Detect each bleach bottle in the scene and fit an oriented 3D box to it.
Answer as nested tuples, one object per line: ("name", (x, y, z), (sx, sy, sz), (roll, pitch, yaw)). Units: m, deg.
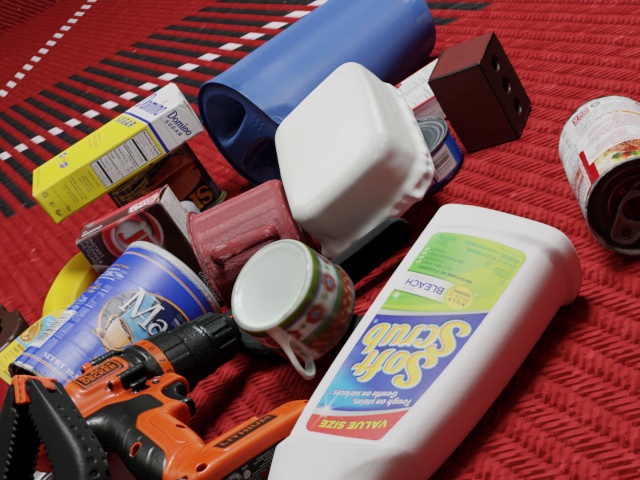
("bleach bottle", (0.052, 0.092, 0.620), (0.103, 0.068, 0.250), (17, 58, 35))

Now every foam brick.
("foam brick", (0.134, -0.123, 0.892), (0.051, 0.078, 0.053), (-15, 33, 34))

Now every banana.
("banana", (-0.244, 0.055, 1.086), (0.069, 0.037, 0.198), (-6, 30, -1))

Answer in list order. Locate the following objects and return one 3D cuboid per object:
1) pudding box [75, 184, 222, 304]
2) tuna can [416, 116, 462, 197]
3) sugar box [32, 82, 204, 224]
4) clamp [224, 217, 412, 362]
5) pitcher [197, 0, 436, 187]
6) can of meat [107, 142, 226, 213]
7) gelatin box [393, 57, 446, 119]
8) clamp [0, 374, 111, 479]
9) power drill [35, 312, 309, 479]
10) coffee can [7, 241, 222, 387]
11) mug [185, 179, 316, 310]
("pudding box", (-0.143, 0.019, 0.929), (0.090, 0.113, 0.039), (-24, 26, 21))
("tuna can", (0.077, -0.067, 0.910), (0.086, 0.033, 0.086), (-28, 26, 14))
("sugar box", (-0.207, -0.091, 1.083), (0.176, 0.048, 0.093), (-35, 25, -1))
("clamp", (-0.003, 0.041, 0.806), (0.172, 0.039, 0.120), (-11, 36, 35))
("pitcher", (-0.003, -0.167, 1.082), (0.242, 0.149, 0.145), (-42, -17, -26))
("can of meat", (-0.163, -0.051, 1.115), (0.102, 0.084, 0.058), (-41, 26, -16))
("gelatin box", (0.098, -0.132, 1.009), (0.089, 0.030, 0.073), (-33, 26, 2))
("clamp", (-0.167, 0.186, 0.629), (0.165, 0.036, 0.210), (-26, 67, 24))
("power drill", (-0.082, 0.115, 0.700), (0.184, 0.057, 0.188), (-31, 30, -35))
("coffee can", (-0.159, 0.084, 0.845), (0.103, 0.102, 0.140), (1, 42, 52))
("mug", (-0.056, 0.001, 0.873), (0.081, 0.093, 0.117), (-25, -4, 8))
